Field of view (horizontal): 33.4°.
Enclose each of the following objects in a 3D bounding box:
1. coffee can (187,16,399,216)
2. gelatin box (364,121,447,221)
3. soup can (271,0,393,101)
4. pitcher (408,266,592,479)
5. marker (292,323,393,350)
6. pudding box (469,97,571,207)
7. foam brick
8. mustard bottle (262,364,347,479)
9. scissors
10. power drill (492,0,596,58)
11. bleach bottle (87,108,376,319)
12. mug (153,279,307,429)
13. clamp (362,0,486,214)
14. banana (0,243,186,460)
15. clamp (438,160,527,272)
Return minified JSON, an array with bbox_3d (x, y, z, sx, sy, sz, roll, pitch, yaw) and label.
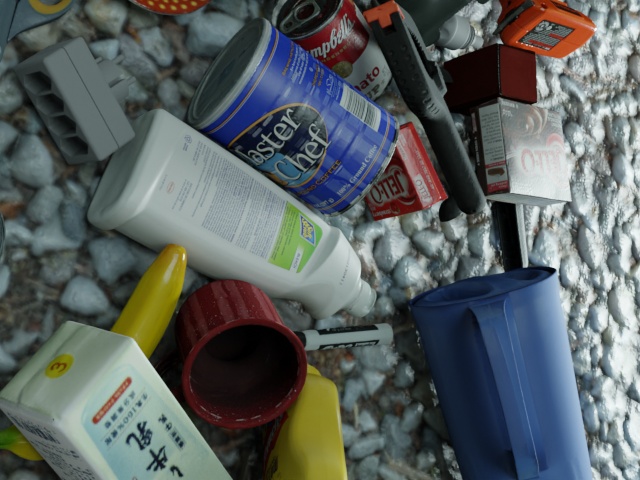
[{"bbox_3d":[-0.022,-0.098,0.864,0.140,0.103,0.102,33,64,-23],"label":"coffee can"},{"bbox_3d":[0.063,-0.059,0.930,0.030,0.089,0.073,-28,97,-25],"label":"gelatin box"},{"bbox_3d":[0.012,-0.166,0.908,0.102,0.069,0.068,47,56,-46],"label":"soup can"},{"bbox_3d":[0.168,0.151,0.941,0.148,0.145,0.243,-17,95,-39],"label":"pitcher"},{"bbox_3d":[0.010,0.084,0.912,0.120,0.020,0.020,-1,82,-36],"label":"marker"},{"bbox_3d":[0.190,-0.081,1.005,0.113,0.039,0.090,3,78,-45],"label":"pudding box"},{"bbox_3d":[0.162,-0.152,1.026,0.052,0.078,0.051,4,82,-34],"label":"foam brick"},{"bbox_3d":[-0.015,0.158,0.813,0.058,0.096,0.191,13,34,-12],"label":"mustard bottle"},{"bbox_3d":[-0.225,-0.141,0.786,0.096,0.016,0.202,5,79,-35],"label":"scissors"},{"bbox_3d":[0.201,-0.272,1.058,0.184,0.057,0.188,1,58,-40],"label":"power drill"},{"bbox_3d":[-0.056,0.001,0.854,0.250,0.068,0.102,33,62,-29],"label":"bleach bottle"},{"bbox_3d":[-0.075,0.087,0.803,0.117,0.081,0.093,-28,119,-3],"label":"mug"},{"bbox_3d":[0.088,-0.140,0.924,0.209,0.036,0.164,53,22,-45],"label":"clamp"},{"bbox_3d":[-0.155,0.089,0.765,0.037,0.069,0.197,31,64,18],"label":"banana"},{"bbox_3d":[0.182,-0.052,1.047,0.120,0.039,0.171,48,57,-31],"label":"clamp"}]
